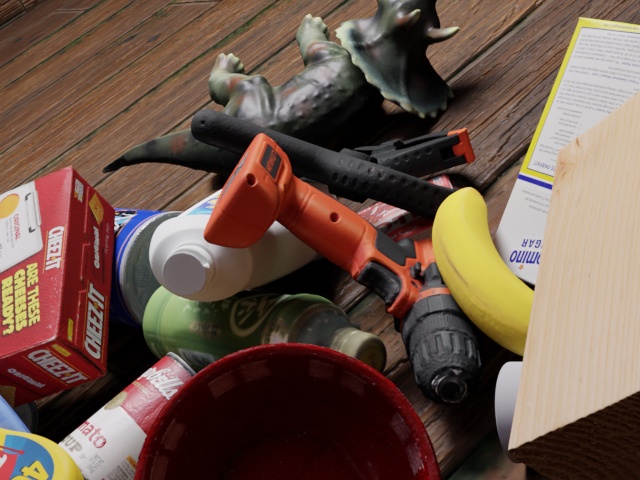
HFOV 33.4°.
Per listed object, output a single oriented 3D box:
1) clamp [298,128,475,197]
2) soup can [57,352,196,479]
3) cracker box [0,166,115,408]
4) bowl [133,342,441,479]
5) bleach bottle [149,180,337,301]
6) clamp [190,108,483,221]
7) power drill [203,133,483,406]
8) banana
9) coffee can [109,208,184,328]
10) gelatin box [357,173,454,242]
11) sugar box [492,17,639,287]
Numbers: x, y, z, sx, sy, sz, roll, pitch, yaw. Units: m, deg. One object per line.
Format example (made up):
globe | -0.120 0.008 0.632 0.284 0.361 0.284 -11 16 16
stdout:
clamp | 0.062 -0.069 0.920 0.172 0.039 0.120 -10 20 34
soup can | -0.121 0.134 0.728 0.102 0.068 0.069 -39 28 -19
cracker box | -0.268 0.055 0.841 0.214 0.072 0.164 -20 51 18
bowl | -0.017 0.140 0.576 0.162 0.162 0.055 -35 -17 -13
bleach bottle | -0.055 0.001 0.781 0.102 0.068 0.250 5 10 9
clamp | 0.015 -0.051 0.792 0.210 0.164 0.036 20 94 30
power drill | 0.020 0.016 0.677 0.057 0.187 0.184 -54 11 18
banana | 0.107 0.020 0.655 0.069 0.037 0.198 6 28 -25
coffee can | -0.162 0.023 0.927 0.141 0.102 0.102 5 42 49
gelatin box | 0.069 -0.011 0.842 0.089 0.030 0.073 -24 27 9
sugar box | 0.177 -0.050 0.686 0.093 0.048 0.176 32 105 60
